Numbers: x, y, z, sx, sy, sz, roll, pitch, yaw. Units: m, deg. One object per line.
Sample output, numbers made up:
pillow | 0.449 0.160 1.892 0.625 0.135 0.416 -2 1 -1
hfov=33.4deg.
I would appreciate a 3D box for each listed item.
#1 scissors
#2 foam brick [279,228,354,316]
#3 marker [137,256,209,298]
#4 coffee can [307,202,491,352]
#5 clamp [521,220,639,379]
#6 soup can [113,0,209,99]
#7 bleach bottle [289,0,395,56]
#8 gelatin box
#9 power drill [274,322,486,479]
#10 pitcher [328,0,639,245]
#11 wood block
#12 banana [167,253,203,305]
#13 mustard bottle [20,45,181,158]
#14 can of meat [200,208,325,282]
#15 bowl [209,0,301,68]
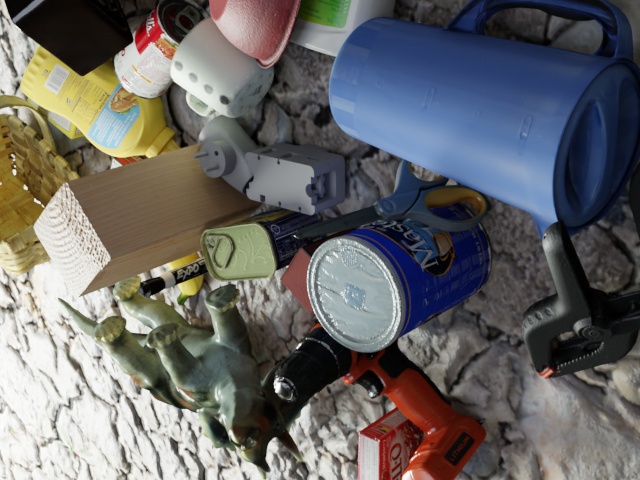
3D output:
scissors | 0.054 -0.042 0.911 0.016 0.201 0.096 -55 45 46
foam brick | 0.011 0.030 1.048 0.051 0.078 0.053 48 129 18
marker | -0.150 0.037 1.166 0.020 0.120 0.020 17 117 37
coffee can | 0.072 0.028 0.947 0.103 0.140 0.103 17 117 37
clamp | 0.212 0.054 0.851 0.164 0.036 0.210 19 147 -13
soup can | -0.166 -0.202 1.124 0.102 0.068 0.068 -35 82 44
bleach bottle | 0.028 -0.290 0.920 0.103 0.067 0.251 25 119 34
gelatin box | 0.071 0.219 1.069 0.030 0.073 0.089 16 116 38
power drill | 0.059 0.148 0.990 0.187 0.184 0.057 53 134 0
pitcher | 0.130 -0.115 0.858 0.243 0.149 0.145 24 151 37
wood block | -0.176 -0.027 1.105 0.091 0.205 0.090 57 134 10
banana | -0.187 -0.002 1.202 0.070 0.037 0.197 -24 119 19
mustard bottle | -0.233 -0.149 1.186 0.191 0.058 0.096 37 117 -3
can of meat | -0.057 0.001 1.094 0.102 0.083 0.057 -7 102 43
bowl | -0.063 -0.241 0.970 0.162 0.055 0.162 -175 90 -70
